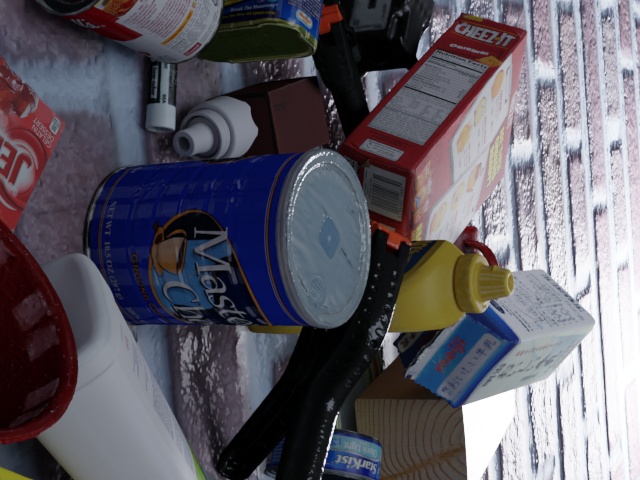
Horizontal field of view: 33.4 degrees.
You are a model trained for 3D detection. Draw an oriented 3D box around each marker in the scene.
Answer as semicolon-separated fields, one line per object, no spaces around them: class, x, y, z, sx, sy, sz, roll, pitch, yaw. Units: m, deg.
marker;-0.101;-0.130;0.691;0.020;0.020;0.121;15;75;-60

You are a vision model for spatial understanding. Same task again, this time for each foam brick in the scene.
foam brick;-0.036;-0.086;0.771;0.078;0.051;0.053;-30;113;-58

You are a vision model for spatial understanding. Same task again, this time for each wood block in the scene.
wood block;0.108;0.149;0.947;0.205;0.091;0.090;-30;116;-67

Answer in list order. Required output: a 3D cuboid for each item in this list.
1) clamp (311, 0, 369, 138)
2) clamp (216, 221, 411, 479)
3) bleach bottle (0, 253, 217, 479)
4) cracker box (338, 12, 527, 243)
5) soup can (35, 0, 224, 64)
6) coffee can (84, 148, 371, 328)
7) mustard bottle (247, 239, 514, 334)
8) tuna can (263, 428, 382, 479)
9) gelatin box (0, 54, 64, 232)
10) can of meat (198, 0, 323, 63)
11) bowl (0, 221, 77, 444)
clamp;0.009;-0.154;0.815;0.171;0.039;0.120;64;7;-73
clamp;-0.005;0.087;0.687;0.036;0.165;0.210;28;81;-17
bleach bottle;-0.099;0.129;0.606;0.103;0.068;0.250;-117;-177;-54
cracker box;0.091;-0.067;0.899;0.213;0.072;0.164;-50;153;-37
soup can;-0.111;-0.149;0.624;0.102;0.069;0.068;16;75;-60
coffee can;-0.054;0.001;0.641;0.102;0.141;0.103;6;83;-61
mustard bottle;0.044;0.032;0.763;0.096;0.192;0.058;-39;122;-55
tuna can;0.003;0.162;0.791;0.086;0.086;0.033;37;55;-54
gelatin box;-0.176;-0.057;0.539;0.089;0.030;0.073;54;44;-45
can of meat;-0.044;-0.168;0.711;0.057;0.102;0.084;28;66;-56
bowl;-0.182;0.032;0.452;0.162;0.055;0.162;43;17;-18
